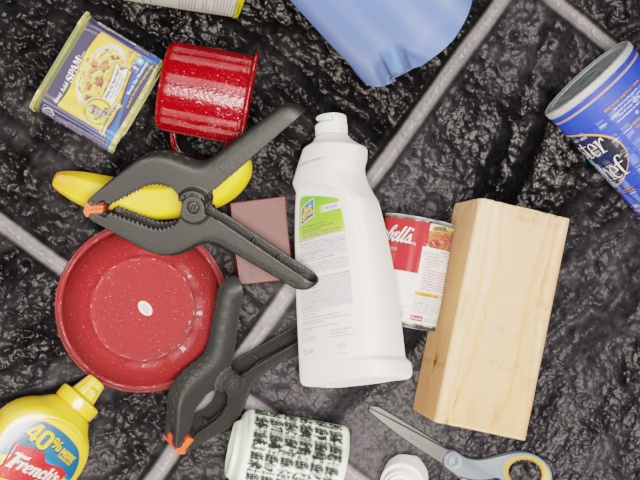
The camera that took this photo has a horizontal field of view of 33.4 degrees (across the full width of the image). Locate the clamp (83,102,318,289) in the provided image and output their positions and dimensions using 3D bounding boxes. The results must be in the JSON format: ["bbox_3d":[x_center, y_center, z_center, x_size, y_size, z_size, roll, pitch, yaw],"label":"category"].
[{"bbox_3d":[-0.101,-0.024,0.936,0.210,0.036,0.164,-8,104,11],"label":"clamp"}]

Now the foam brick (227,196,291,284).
[{"bbox_3d":[-0.057,0.001,0.994,0.053,0.051,0.078,-5,89,-8],"label":"foam brick"}]

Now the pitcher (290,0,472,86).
[{"bbox_3d":[0.012,-0.263,0.931,0.242,0.149,0.145,40,84,-33],"label":"pitcher"}]

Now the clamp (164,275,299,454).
[{"bbox_3d":[-0.079,0.122,0.986,0.120,0.039,0.171,25,100,-33],"label":"clamp"}]

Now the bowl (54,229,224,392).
[{"bbox_3d":[-0.163,0.062,0.975,0.162,0.055,0.162,0,89,-9],"label":"bowl"}]

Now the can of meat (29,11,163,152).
[{"bbox_3d":[-0.202,-0.142,0.973,0.084,0.057,0.102,30,85,-9],"label":"can of meat"}]

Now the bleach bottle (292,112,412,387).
[{"bbox_3d":[0.023,0.004,0.973,0.067,0.103,0.251,12,70,-50],"label":"bleach bottle"}]

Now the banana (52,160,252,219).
[{"bbox_3d":[-0.144,-0.050,0.975,0.198,0.037,0.069,-11,114,10],"label":"banana"}]

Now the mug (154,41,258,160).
[{"bbox_3d":[-0.106,-0.124,0.977,0.081,0.093,0.117,10,115,-4],"label":"mug"}]

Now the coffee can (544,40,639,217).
[{"bbox_3d":[0.301,-0.105,1.024,0.102,0.103,0.140,-44,95,-7],"label":"coffee can"}]

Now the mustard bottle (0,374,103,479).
[{"bbox_3d":[-0.263,0.196,0.946,0.191,0.058,0.096,-49,120,-16],"label":"mustard bottle"}]

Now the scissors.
[{"bbox_3d":[0.146,0.205,1.038,0.096,0.016,0.201,-42,95,-9],"label":"scissors"}]

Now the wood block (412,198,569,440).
[{"bbox_3d":[0.158,0.072,1.005,0.090,0.091,0.206,13,87,-8],"label":"wood block"}]

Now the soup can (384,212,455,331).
[{"bbox_3d":[0.085,0.030,1.006,0.068,0.068,0.102,11,88,-8],"label":"soup can"}]
